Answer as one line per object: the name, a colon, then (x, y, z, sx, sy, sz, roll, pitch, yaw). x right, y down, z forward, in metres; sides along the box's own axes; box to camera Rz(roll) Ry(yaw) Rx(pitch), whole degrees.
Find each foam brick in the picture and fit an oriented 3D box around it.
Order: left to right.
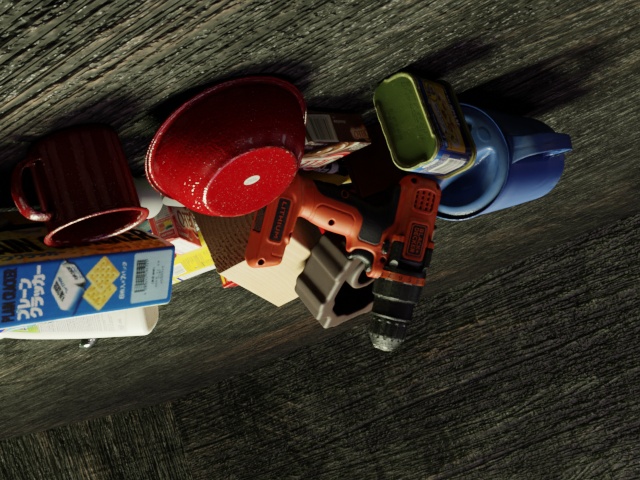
foam brick: (0.058, -0.085, 1.213, 0.053, 0.078, 0.051, -18, 168, -3)

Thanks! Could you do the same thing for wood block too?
wood block: (-0.058, 0.001, 1.211, 0.091, 0.090, 0.206, -28, 162, 8)

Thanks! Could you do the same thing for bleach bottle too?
bleach bottle: (-0.323, 0.066, 1.259, 0.251, 0.102, 0.068, -2, -163, 9)

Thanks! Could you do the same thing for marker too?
marker: (-0.005, -0.087, 1.217, 0.020, 0.020, 0.120, -26, 162, 35)

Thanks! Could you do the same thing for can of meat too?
can of meat: (0.103, -0.115, 1.070, 0.058, 0.102, 0.083, -26, 165, 29)

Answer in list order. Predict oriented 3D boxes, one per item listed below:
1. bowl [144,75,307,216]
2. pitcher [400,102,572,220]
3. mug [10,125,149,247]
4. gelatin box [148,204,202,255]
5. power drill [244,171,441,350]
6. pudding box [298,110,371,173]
bowl: (-0.073, -0.071, 0.961, 0.162, 0.055, 0.162, -22, 150, -14)
pitcher: (0.217, -0.099, 1.289, 0.242, 0.149, 0.145, -9, 131, -58)
mug: (-0.213, -0.047, 0.917, 0.117, 0.081, 0.093, -9, 166, -45)
gelatin box: (-0.160, -0.027, 1.142, 0.030, 0.073, 0.089, -20, 170, 7)
power drill: (0.022, 0.009, 1.083, 0.187, 0.184, 0.057, 13, 179, -18)
pudding box: (-0.015, -0.100, 1.108, 0.090, 0.039, 0.113, -24, 168, 34)
